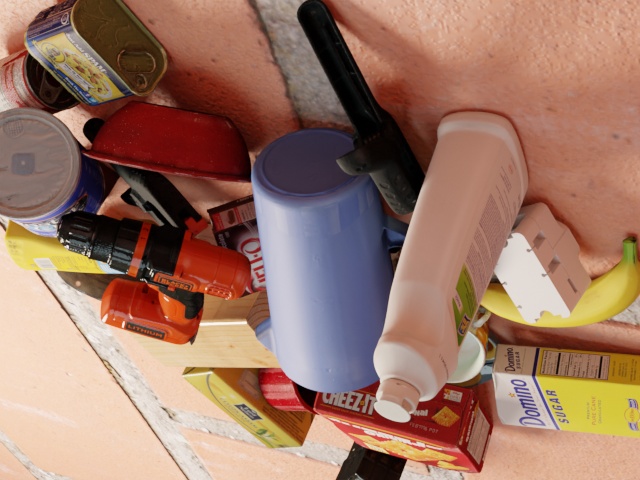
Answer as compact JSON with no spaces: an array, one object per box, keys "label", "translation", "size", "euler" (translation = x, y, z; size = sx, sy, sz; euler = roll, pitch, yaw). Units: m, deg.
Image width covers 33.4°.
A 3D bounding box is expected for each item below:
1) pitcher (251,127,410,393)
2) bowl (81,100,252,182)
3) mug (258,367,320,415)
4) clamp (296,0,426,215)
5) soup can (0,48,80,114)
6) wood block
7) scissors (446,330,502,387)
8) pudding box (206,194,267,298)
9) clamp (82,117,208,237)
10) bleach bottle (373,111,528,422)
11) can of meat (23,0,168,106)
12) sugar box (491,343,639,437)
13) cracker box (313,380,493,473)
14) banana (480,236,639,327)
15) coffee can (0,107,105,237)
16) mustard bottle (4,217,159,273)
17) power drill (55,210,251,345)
[{"label":"pitcher","translation":[0.017,0.018,0.993],"size":[0.145,0.149,0.243],"euler":[36,149,37]},{"label":"bowl","translation":[-0.131,-0.092,0.968],"size":[0.162,0.055,0.162],"euler":[10,-174,-1]},{"label":"mug","translation":[-0.012,0.164,1.288],"size":[0.117,0.093,0.082],"euler":[2,172,-38]},{"label":"clamp","translation":[0.046,-0.073,0.850],"size":[0.036,0.164,0.209],"euler":[-23,139,15]},{"label":"soup can","translation":[-0.279,-0.148,1.022],"size":[0.102,0.068,0.068],"euler":[-9,135,44]},{"label":"wood block","translation":[-0.118,0.086,1.233],"size":[0.207,0.090,0.090],"euler":[-5,137,40]},{"label":"scissors","translation":[0.206,0.144,1.136],"size":[0.201,0.016,0.096],"euler":[26,126,-2]},{"label":"pudding box","translation":[-0.057,0.001,1.070],"size":[0.090,0.039,0.113],"euler":[-20,138,-4]},{"label":"clamp","translation":[-0.177,-0.057,1.069],"size":[0.172,0.039,0.120],"euler":[29,160,44]},{"label":"bleach bottle","translation":[0.095,0.022,0.832],"size":[0.068,0.250,0.102],"euler":[5,143,30]},{"label":"can of meat","translation":[-0.200,-0.169,0.947],"size":[0.084,0.057,0.102],"euler":[-7,137,44]},{"label":"sugar box","translation":[0.266,0.153,1.074],"size":[0.176,0.048,0.093],"euler":[0,136,18]},{"label":"cracker box","translation":[0.099,0.203,1.209],"size":[0.164,0.072,0.213],"euler":[11,164,19]},{"label":"banana","translation":[0.228,0.048,0.987],"size":[0.198,0.037,0.069],"euler":[-24,94,48]},{"label":"coffee can","translation":[-0.269,-0.062,1.024],"size":[0.103,0.103,0.140],"euler":[25,173,1]},{"label":"mustard bottle","translation":[-0.229,0.005,1.135],"size":[0.191,0.058,0.096],"euler":[4,158,5]},{"label":"power drill","translation":[-0.172,0.039,1.052],"size":[0.184,0.057,0.188],"euler":[18,155,-8]}]
